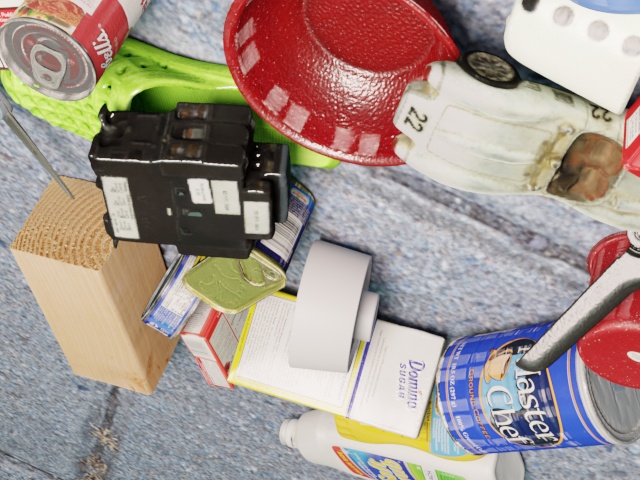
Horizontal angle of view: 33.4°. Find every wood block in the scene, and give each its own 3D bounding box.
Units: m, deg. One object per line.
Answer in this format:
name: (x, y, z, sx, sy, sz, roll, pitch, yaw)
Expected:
wood block: (-0.200, 0.046, 0.997, 0.091, 0.090, 0.206, 12, 144, 16)

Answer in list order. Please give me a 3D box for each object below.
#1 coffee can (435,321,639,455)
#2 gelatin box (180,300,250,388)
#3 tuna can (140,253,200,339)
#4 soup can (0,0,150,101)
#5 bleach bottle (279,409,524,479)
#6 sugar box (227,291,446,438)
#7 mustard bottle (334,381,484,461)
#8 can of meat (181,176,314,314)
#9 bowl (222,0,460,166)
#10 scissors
coffee can: (0.179, 0.118, 0.864, 0.141, 0.102, 0.102, -16, 130, 43)
gelatin box: (-0.093, 0.085, 1.002, 0.030, 0.073, 0.089, 7, 143, 23)
tuna can: (-0.125, 0.043, 0.954, 0.033, 0.086, 0.086, 32, 145, -10)
soup can: (-0.156, -0.150, 0.698, 0.068, 0.102, 0.068, 15, 145, 11)
bleach bottle: (0.074, 0.218, 1.096, 0.251, 0.068, 0.102, 3, 141, 30)
sugar box: (0.015, 0.107, 0.949, 0.176, 0.093, 0.048, 16, 175, 9)
mustard bottle: (0.110, 0.156, 0.987, 0.192, 0.058, 0.096, 9, 117, 18)
can of meat: (-0.056, 0.001, 0.858, 0.057, 0.084, 0.102, 36, 144, -18)
bowl: (0.022, -0.121, 0.675, 0.162, 0.055, 0.162, 16, 145, 11)
scissors: (-0.274, -0.115, 0.860, 0.096, 0.016, 0.201, 11, 139, 39)
